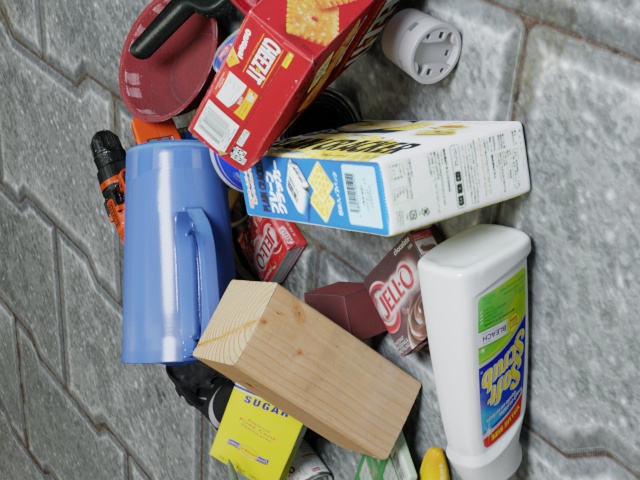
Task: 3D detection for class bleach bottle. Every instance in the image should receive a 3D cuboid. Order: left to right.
[{"bbox_3d":[0.147,0.119,0.947,0.068,0.102,0.251,16,124,46],"label":"bleach bottle"}]

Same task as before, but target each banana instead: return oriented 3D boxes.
[{"bbox_3d":[0.101,0.295,1.136,0.070,0.037,0.198,54,143,25],"label":"banana"}]

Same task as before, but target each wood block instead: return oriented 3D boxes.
[{"bbox_3d":[-0.011,0.131,1.072,0.205,0.090,0.091,36,162,-28],"label":"wood block"}]

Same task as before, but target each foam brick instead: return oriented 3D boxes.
[{"bbox_3d":[0.027,0.075,1.131,0.078,0.051,0.053,2,105,56],"label":"foam brick"}]

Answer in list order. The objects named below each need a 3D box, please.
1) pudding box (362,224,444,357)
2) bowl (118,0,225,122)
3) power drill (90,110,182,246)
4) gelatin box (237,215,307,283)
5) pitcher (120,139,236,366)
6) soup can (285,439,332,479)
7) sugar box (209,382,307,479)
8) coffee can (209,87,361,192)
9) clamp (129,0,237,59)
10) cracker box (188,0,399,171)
[{"bbox_3d":[0.094,0.050,1.031,0.090,0.039,0.114,62,146,17],"label":"pudding box"},{"bbox_3d":[-0.162,-0.208,1.244,0.162,0.055,0.162,-11,71,36],"label":"bowl"},{"bbox_3d":[-0.226,-0.086,1.329,0.188,0.057,0.184,-43,68,57],"label":"power drill"},{"bbox_3d":[-0.058,0.001,1.244,0.073,0.030,0.089,59,145,20],"label":"gelatin box"},{"bbox_3d":[-0.150,0.015,1.160,0.149,0.144,0.243,-4,87,22],"label":"pitcher"},{"bbox_3d":[-0.040,0.272,1.309,0.102,0.068,0.069,48,140,33],"label":"soup can"},{"bbox_3d":[-0.059,0.196,1.214,0.093,0.048,0.176,28,125,13],"label":"sugar box"},{"bbox_3d":[-0.037,-0.101,1.098,0.141,0.102,0.103,1,106,56],"label":"coffee can"},{"bbox_3d":[-0.134,-0.298,1.183,0.210,0.036,0.164,-8,75,41],"label":"clamp"},{"bbox_3d":[-0.005,-0.175,0.913,0.072,0.213,0.164,40,142,1],"label":"cracker box"}]
